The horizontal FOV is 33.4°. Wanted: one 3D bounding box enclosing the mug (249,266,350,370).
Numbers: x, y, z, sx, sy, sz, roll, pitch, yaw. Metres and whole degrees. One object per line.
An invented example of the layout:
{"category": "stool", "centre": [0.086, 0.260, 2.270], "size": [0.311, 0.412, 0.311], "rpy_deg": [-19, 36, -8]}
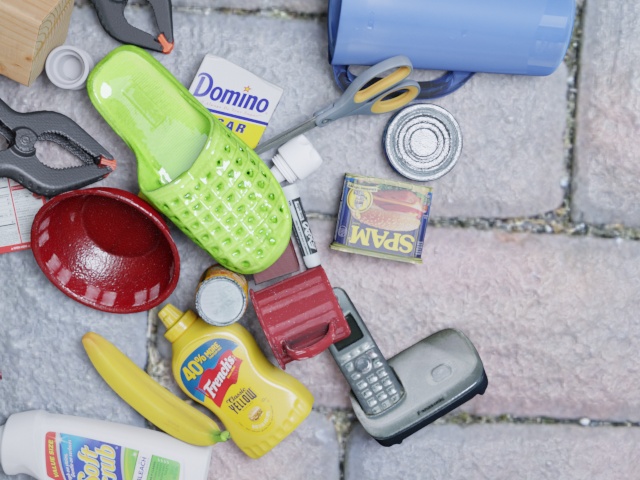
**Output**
{"category": "mug", "centre": [-0.017, 0.083, 1.110], "size": [0.081, 0.117, 0.093], "rpy_deg": [-23, 118, 0]}

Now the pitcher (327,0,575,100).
{"category": "pitcher", "centre": [0.127, -0.226, 1.101], "size": [0.242, 0.149, 0.145], "rpy_deg": [6, 81, -5]}

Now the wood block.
{"category": "wood block", "centre": [-0.364, -0.255, 1.081], "size": [0.206, 0.090, 0.090], "rpy_deg": [25, 136, -3]}

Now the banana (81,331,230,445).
{"category": "banana", "centre": [-0.178, 0.168, 1.159], "size": [0.198, 0.037, 0.070], "rpy_deg": [32, 137, 11]}

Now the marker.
{"category": "marker", "centre": [-0.017, -0.003, 1.167], "size": [0.020, 0.020, 0.121], "rpy_deg": [-18, 96, 1]}

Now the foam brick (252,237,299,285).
{"category": "foam brick", "centre": [-0.058, 0.001, 1.149], "size": [0.051, 0.053, 0.078], "rpy_deg": [-17, 96, 1]}

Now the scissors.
{"category": "scissors", "centre": [0.020, -0.128, 1.109], "size": [0.202, 0.096, 0.016], "rpy_deg": [-32, 65, 28]}

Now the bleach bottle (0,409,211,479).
{"category": "bleach bottle", "centre": [-0.251, 0.247, 1.169], "size": [0.251, 0.068, 0.102], "rpy_deg": [11, 94, 0]}

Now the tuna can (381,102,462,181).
{"category": "tuna can", "centre": [0.110, -0.106, 1.151], "size": [0.086, 0.034, 0.086], "rpy_deg": [0, 96, -1]}

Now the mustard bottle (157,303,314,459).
{"category": "mustard bottle", "centre": [-0.103, 0.141, 1.160], "size": [0.096, 0.058, 0.191], "rpy_deg": [-43, 95, 17]}

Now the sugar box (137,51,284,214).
{"category": "sugar box", "centre": [-0.117, -0.103, 1.141], "size": [0.093, 0.048, 0.176], "rpy_deg": [25, 96, -4]}

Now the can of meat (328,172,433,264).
{"category": "can of meat", "centre": [0.067, -0.024, 1.148], "size": [0.102, 0.057, 0.084], "rpy_deg": [10, 93, -3]}

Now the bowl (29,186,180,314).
{"category": "bowl", "centre": [-0.219, 0.000, 1.125], "size": [0.162, 0.055, 0.162], "rpy_deg": [6, 128, 8]}

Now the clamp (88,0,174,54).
{"category": "clamp", "centre": [-0.208, -0.274, 1.125], "size": [0.171, 0.039, 0.120], "rpy_deg": [41, 99, -8]}

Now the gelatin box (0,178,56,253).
{"category": "gelatin box", "centre": [-0.328, -0.034, 1.152], "size": [0.073, 0.030, 0.089], "rpy_deg": [-10, 97, 1]}

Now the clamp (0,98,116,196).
{"category": "clamp", "centre": [-0.316, -0.089, 1.100], "size": [0.209, 0.036, 0.164], "rpy_deg": [20, 65, -25]}
